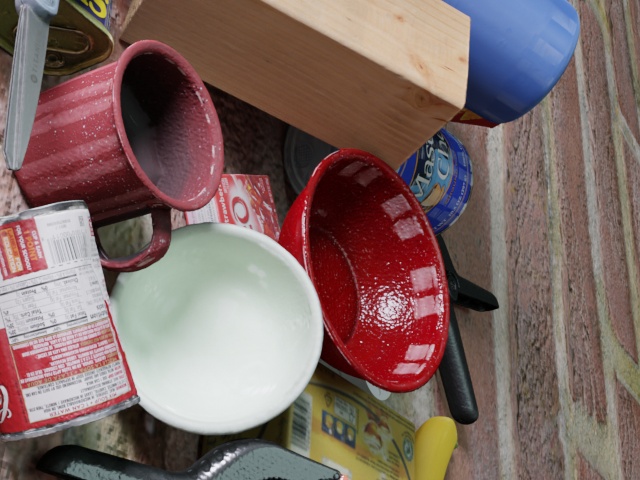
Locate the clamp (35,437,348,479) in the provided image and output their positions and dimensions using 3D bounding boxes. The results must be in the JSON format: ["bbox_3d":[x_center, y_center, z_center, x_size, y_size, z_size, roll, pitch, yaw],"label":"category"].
[{"bbox_3d":[-0.065,0.142,0.562,0.171,0.039,0.120,-21,98,-33],"label":"clamp"}]

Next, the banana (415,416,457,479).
[{"bbox_3d":[0.087,0.204,0.875,0.069,0.037,0.197,63,30,-21],"label":"banana"}]

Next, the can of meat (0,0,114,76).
[{"bbox_3d":[-0.155,-0.152,0.574,0.102,0.058,0.084,38,43,-49],"label":"can of meat"}]

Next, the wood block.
[{"bbox_3d":[-0.012,-0.140,0.698,0.206,0.091,0.090,25,51,-19],"label":"wood block"}]

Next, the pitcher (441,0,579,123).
[{"bbox_3d":[0.076,-0.199,0.785,0.242,0.149,0.145,30,58,-20],"label":"pitcher"}]

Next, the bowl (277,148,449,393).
[{"bbox_3d":[0.020,0.024,0.699,0.161,0.055,0.162,27,54,-45],"label":"bowl"}]

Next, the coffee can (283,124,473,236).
[{"bbox_3d":[0.050,-0.060,0.858,0.140,0.103,0.103,17,63,-58],"label":"coffee can"}]

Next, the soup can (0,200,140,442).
[{"bbox_3d":[-0.132,0.038,0.514,0.068,0.069,0.102,-16,91,-62],"label":"soup can"}]

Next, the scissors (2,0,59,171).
[{"bbox_3d":[-0.143,-0.130,0.498,0.096,0.016,0.201,50,33,-34],"label":"scissors"}]

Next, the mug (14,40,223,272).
[{"bbox_3d":[-0.110,-0.040,0.577,0.093,0.082,0.117,4,74,-61],"label":"mug"}]

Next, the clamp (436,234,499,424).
[{"bbox_3d":[0.107,0.056,0.981,0.210,0.036,0.164,52,35,-34],"label":"clamp"}]

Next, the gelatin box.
[{"bbox_3d":[-0.055,0.001,0.715,0.073,0.030,0.089,-5,82,-62],"label":"gelatin box"}]
